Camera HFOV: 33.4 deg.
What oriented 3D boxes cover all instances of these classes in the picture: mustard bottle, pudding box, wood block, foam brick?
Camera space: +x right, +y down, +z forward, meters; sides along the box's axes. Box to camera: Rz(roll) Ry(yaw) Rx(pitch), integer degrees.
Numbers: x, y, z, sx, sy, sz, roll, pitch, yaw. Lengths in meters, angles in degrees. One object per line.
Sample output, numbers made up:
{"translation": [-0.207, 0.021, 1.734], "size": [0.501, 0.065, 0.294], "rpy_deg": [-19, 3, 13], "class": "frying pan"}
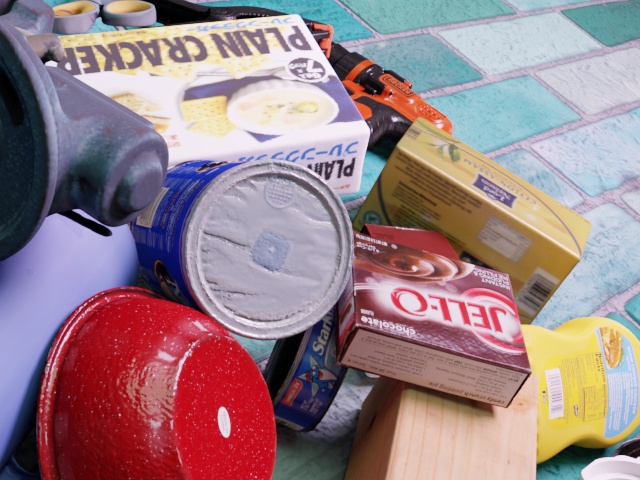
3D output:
{"translation": [0.190, 0.105, 0.781], "size": [0.191, 0.058, 0.096], "rpy_deg": [-2, 85, -38], "class": "mustard bottle"}
{"translation": [0.065, 0.047, 0.644], "size": [0.113, 0.039, 0.090], "rpy_deg": [14, 35, -11], "class": "pudding box"}
{"translation": [0.064, 0.154, 0.619], "size": [0.090, 0.091, 0.206], "rpy_deg": [26, 34, -4], "class": "wood block"}
{"translation": [0.063, 0.026, 0.820], "size": [0.078, 0.051, 0.053], "rpy_deg": [6, 39, -30], "class": "foam brick"}

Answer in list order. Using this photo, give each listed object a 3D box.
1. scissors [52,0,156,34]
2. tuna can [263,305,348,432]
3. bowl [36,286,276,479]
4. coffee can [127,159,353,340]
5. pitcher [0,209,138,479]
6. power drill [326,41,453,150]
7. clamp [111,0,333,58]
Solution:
{"translation": [-0.176, -0.199, 0.896], "size": [0.096, 0.016, 0.201], "rpy_deg": [0, 22, 2], "class": "scissors"}
{"translation": [-0.008, 0.076, 0.672], "size": [0.033, 0.086, 0.086], "rpy_deg": [24, 34, -10], "class": "tuna can"}
{"translation": [-0.069, 0.098, 0.547], "size": [0.162, 0.055, 0.162], "rpy_deg": [35, 47, -51], "class": "bowl"}
{"translation": [-0.054, 0.001, 0.662], "size": [0.102, 0.103, 0.140], "rpy_deg": [12, -1, -23], "class": "coffee can"}
{"translation": [-0.185, 0.070, 0.524], "size": [0.149, 0.145, 0.242], "rpy_deg": [1, 35, 16], "class": "pitcher"}
{"translation": [0.009, -0.125, 0.971], "size": [0.185, 0.057, 0.187], "rpy_deg": [37, 35, 22], "class": "power drill"}
{"translation": [-0.094, -0.181, 0.937], "size": [0.210, 0.036, 0.164], "rpy_deg": [8, 30, -3], "class": "clamp"}
